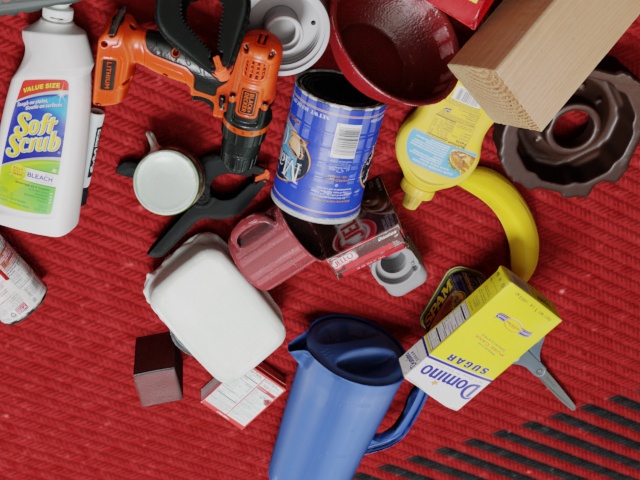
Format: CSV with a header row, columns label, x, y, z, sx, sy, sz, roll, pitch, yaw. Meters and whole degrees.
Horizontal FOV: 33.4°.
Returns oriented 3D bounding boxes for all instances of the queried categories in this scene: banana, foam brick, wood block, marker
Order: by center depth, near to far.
label,x,y,z,sx,sy,sz,roll,pitch,yaw
wood block,0.241,-0.221,1.092,0.206,0.090,0.090,-50,118,-7
marker,-0.260,-0.090,1.188,0.020,0.020,0.121,11,119,-14
banana,0.222,-0.026,1.287,0.070,0.037,0.197,-20,123,35
foam brick,-0.199,0.157,1.312,0.051,0.078,0.053,-11,120,-1

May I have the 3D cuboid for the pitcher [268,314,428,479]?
label,x,y,z,sx,sy,sz,roll,pitch,yaw
pitcher,0.024,0.226,1.358,0.144,0.149,0.243,-23,140,-47

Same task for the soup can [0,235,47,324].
label,x,y,z,sx,sy,sz,roll,pitch,yaw
soup can,-0.370,0.039,1.223,0.068,0.068,0.102,-30,121,10

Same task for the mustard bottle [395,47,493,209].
label,x,y,z,sx,sy,sz,roll,pitch,yaw
mustard bottle,0.139,-0.118,1.203,0.096,0.058,0.192,21,116,-8

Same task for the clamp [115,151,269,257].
label,x,y,z,sx,sy,sz,roll,pitch,yaw
clamp,-0.139,-0.045,1.219,0.171,0.039,0.120,-8,119,0

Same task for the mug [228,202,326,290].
label,x,y,z,sx,sy,sz,roll,pitch,yaw
mug,-0.058,0.002,1.225,0.082,0.093,0.117,-33,150,17

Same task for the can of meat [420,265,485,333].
label,x,y,z,sx,sy,sz,roll,pitch,yaw
can of meat,0.173,0.097,1.323,0.057,0.084,0.102,19,117,-18

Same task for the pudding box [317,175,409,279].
label,x,y,z,sx,sy,sz,roll,pitch,yaw
pudding box,0.045,-0.016,1.220,0.090,0.113,0.039,-25,121,7

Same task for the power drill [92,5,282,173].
label,x,y,z,sx,sy,sz,roll,pitch,yaw
power drill,-0.140,-0.157,1.117,0.187,0.057,0.185,14,135,-4

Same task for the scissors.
label,x,y,z,sx,sy,sz,roll,pitch,yaw
scissors,0.297,0.154,1.415,0.201,0.016,0.096,30,113,-23

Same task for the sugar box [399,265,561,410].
label,x,y,z,sx,sy,sz,roll,pitch,yaw
sugar box,0.187,0.118,1.260,0.093,0.048,0.176,35,110,-24

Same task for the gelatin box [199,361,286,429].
label,x,y,z,sx,sy,sz,roll,pitch,yaw
gelatin box,-0.099,0.192,1.375,0.073,0.030,0.089,38,109,-24

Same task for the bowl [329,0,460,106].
label,x,y,z,sx,sy,sz,roll,pitch,yaw
bowl,0.067,-0.201,1.111,0.162,0.162,0.055,26,147,-22

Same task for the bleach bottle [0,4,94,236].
label,x,y,z,sx,sy,sz,roll,pitch,yaw
bleach bottle,-0.295,-0.133,1.130,0.102,0.068,0.251,14,115,6

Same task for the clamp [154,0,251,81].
label,x,y,z,sx,sy,sz,roll,pitch,yaw
clamp,-0.115,-0.259,1.037,0.164,0.036,0.210,-25,80,3

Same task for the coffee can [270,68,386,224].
label,x,y,z,sx,sy,sz,roll,pitch,yaw
coffee can,0.008,-0.103,1.169,0.102,0.103,0.140,7,120,-12
